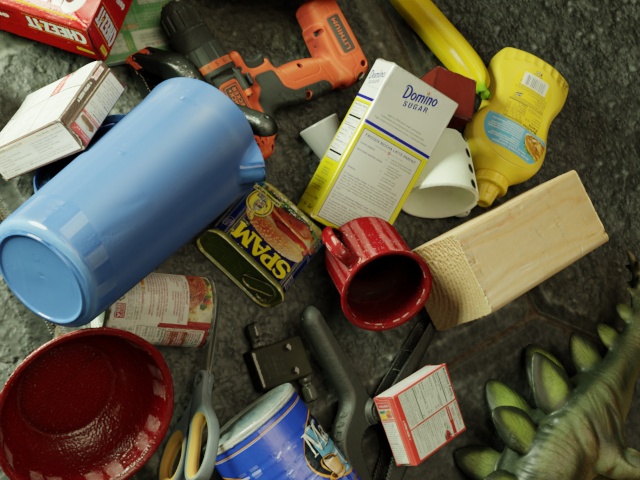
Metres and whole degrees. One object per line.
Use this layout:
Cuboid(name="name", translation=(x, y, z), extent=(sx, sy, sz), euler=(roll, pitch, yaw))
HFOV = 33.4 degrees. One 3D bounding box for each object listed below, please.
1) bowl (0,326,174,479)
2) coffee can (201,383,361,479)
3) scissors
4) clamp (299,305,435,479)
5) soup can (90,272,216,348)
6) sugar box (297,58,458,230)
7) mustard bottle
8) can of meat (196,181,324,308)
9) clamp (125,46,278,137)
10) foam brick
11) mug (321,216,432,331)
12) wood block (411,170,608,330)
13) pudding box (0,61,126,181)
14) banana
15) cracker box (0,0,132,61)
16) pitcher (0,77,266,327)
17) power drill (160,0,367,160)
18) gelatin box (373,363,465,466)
Cuboid(name="bowl", translation=(-0.211, 0.141, 0.924), extent=(0.161, 0.055, 0.162), euler=(-12, 115, -29))
Cuboid(name="coffee can", translation=(-0.027, 0.218, 0.984), extent=(0.102, 0.103, 0.140), euler=(-38, 94, -28))
Cuboid(name="scissors", translation=(-0.120, 0.149, 1.000), extent=(0.016, 0.096, 0.202), euler=(27, 34, -27))
Cuboid(name="clamp", translation=(0.042, 0.165, 1.064), extent=(0.164, 0.036, 0.210), euler=(15, 71, -31))
Cuboid(name="soup can", translation=(-0.155, 0.063, 0.988), extent=(0.102, 0.069, 0.068), euler=(6, 73, -23))
Cuboid(name="sugar box", translation=(0.058, -0.086, 1.091), extent=(0.093, 0.048, 0.176), euler=(27, 92, -30))
Cuboid(name="mustard bottle", translation=(0.214, -0.121, 1.215), extent=(0.096, 0.058, 0.191), euler=(30, 65, -14))
Cuboid(name="can of meat", translation=(-0.057, 0.001, 1.057), extent=(0.102, 0.058, 0.083), euler=(44, 60, -9))
Cuboid(name="clamp", translation=(-0.116, -0.129, 1.036), extent=(0.171, 0.120, 0.039), euler=(49, 40, -2))
Cuboid(name="foam brick", translation=(0.128, -0.149, 1.173), extent=(0.053, 0.078, 0.051), euler=(19, 70, -19))
Cuboid(name="mug", translation=(0.044, 0.024, 1.050), extent=(0.117, 0.081, 0.093), euler=(33, 106, -32))
Cuboid(name="wood block", translation=(0.199, 0.009, 1.139), extent=(0.205, 0.091, 0.090), euler=(-25, 89, -37))
Cuboid(name="pudding box", translation=(-0.239, -0.107, 0.959), extent=(0.039, 0.114, 0.090), euler=(48, 43, -28))
Cuboid(name="banana", translation=(0.133, -0.237, 1.209), extent=(0.037, 0.069, 0.198), euler=(-41, 84, 4))
Cuboid(name="cracker box", translation=(-0.240, -0.295, 0.996), extent=(0.164, 0.072, 0.213), euler=(18, 75, 10))
Cuboid(name="pitcher", translation=(-0.177, -0.037, 0.943), extent=(0.145, 0.149, 0.242), euler=(52, 45, -10))
Cuboid(name="power drill", translation=(-0.056, -0.190, 1.107), extent=(0.187, 0.057, 0.184), euler=(-32, 98, -26))
Cuboid(name="gelatin box", translation=(0.100, 0.173, 1.064), extent=(0.089, 0.030, 0.073), euler=(-25, 99, -43))
